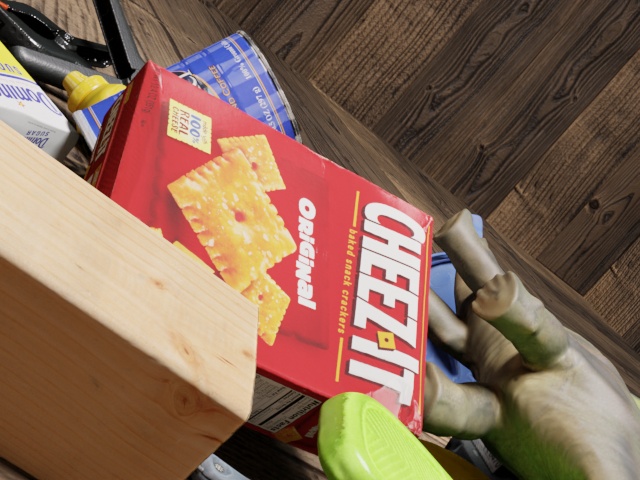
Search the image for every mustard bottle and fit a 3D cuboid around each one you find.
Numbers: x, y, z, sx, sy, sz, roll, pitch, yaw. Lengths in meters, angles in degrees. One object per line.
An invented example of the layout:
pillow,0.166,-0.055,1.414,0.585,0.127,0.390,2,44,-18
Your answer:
mustard bottle,-0.152,-0.078,0.910,0.192,0.058,0.096,44,10,15

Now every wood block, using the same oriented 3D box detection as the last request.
wood block,-0.134,0.021,0.459,0.206,0.091,0.090,37,22,-18

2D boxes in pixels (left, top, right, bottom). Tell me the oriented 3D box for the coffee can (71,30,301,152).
coffee can,-0.099,-0.081,0.802,0.103,0.140,0.103,60,-8,14

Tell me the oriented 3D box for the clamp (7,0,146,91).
clamp,-0.181,-0.152,1.017,0.209,0.036,0.164,42,45,-21

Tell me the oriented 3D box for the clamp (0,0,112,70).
clamp,-0.253,-0.187,1.039,0.171,0.039,0.120,36,16,-34

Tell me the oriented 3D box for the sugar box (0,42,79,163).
sugar box,-0.258,-0.126,0.774,0.176,0.048,0.093,44,11,22

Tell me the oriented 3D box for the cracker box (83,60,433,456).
cracker box,-0.037,0.016,0.619,0.213,0.072,0.164,27,49,-23
